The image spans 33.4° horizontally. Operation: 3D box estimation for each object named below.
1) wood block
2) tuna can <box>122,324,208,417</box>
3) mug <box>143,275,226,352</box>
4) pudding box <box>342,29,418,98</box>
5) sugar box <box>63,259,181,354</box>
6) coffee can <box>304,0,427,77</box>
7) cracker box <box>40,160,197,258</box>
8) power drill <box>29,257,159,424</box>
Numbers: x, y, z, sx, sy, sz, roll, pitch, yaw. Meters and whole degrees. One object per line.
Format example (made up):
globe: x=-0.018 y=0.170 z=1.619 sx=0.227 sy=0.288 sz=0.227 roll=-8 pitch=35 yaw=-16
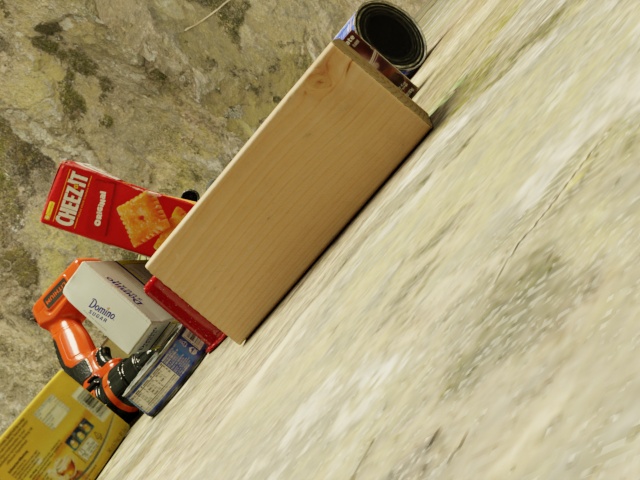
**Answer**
wood block: x=-0.022 y=-0.038 z=0.773 sx=0.206 sy=0.091 sz=0.090 roll=-49 pitch=5 yaw=12
tuna can: x=-0.141 y=0.119 z=0.975 sx=0.086 sy=0.033 sz=0.086 roll=-50 pitch=5 yaw=6
mug: x=-0.102 y=0.037 z=0.959 sx=0.093 sy=0.081 sz=0.117 roll=-50 pitch=5 yaw=3
pudding box: x=0.028 y=-0.138 z=1.065 sx=0.113 sy=0.090 sz=0.039 roll=-49 pitch=5 yaw=4
sugar box: x=-0.172 y=0.062 z=1.054 sx=0.048 sy=0.093 sz=0.176 roll=-53 pitch=-14 yaw=12
coffee can: x=0.053 y=-0.216 z=1.329 sx=0.141 sy=0.103 sz=0.102 roll=-43 pitch=8 yaw=51
cracker box: x=-0.163 y=-0.018 z=1.092 sx=0.164 sy=0.213 sz=0.072 roll=-164 pitch=93 yaw=-83
power drill: x=-0.238 y=0.112 z=1.151 sx=0.185 sy=0.188 sz=0.057 roll=-43 pitch=-37 yaw=24
